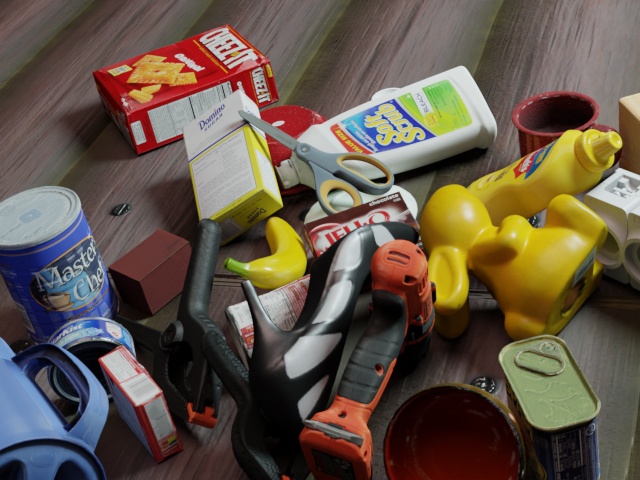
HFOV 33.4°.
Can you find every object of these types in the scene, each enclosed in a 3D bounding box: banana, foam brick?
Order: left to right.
[{"bbox_3d":[-0.178,0.034,1.152,0.053,0.051,0.078,21,48,38],"label":"foam brick"},{"bbox_3d":[-0.044,0.015,1.110,0.037,0.069,0.197,-48,1,15],"label":"banana"}]

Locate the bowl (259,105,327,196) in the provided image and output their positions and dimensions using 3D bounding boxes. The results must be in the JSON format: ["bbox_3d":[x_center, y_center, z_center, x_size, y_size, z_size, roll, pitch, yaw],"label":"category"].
[{"bbox_3d":[-0.047,-0.121,1.317,0.162,0.055,0.162,-9,35,6],"label":"bowl"}]

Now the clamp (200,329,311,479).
[{"bbox_3d":[-0.050,0.147,0.926,0.120,0.039,0.171,10,44,-10],"label":"clamp"}]

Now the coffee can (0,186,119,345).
[{"bbox_3d":[-0.280,0.029,1.116,0.103,0.140,0.103,-9,36,6],"label":"coffee can"}]

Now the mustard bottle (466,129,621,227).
[{"bbox_3d":[0.221,-0.062,1.059,0.096,0.058,0.192,-41,7,-39],"label":"mustard bottle"}]

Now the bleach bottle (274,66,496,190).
[{"bbox_3d":[0.071,-0.113,1.244,0.250,0.068,0.102,-23,72,-6],"label":"bleach bottle"}]

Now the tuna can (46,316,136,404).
[{"bbox_3d":[-0.220,0.117,1.023,0.086,0.086,0.034,-18,37,-6],"label":"tuna can"}]

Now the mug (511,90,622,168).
[{"bbox_3d":[0.270,-0.105,1.165,0.117,0.081,0.093,8,41,28],"label":"mug"}]

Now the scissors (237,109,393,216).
[{"bbox_3d":[-0.019,-0.082,1.194,0.202,0.016,0.096,19,63,12],"label":"scissors"}]

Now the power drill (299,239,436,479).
[{"bbox_3d":[0.047,0.115,0.899,0.057,0.184,0.187,14,62,18],"label":"power drill"}]

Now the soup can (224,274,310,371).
[{"bbox_3d":[-0.034,0.077,1.030,0.102,0.068,0.068,-22,36,-10],"label":"soup can"}]

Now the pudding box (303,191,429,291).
[{"bbox_3d":[0.049,0.005,1.116,0.113,0.039,0.090,-18,46,-7],"label":"pudding box"}]

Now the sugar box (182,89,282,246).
[{"bbox_3d":[-0.105,-0.087,1.243,0.093,0.048,0.176,-31,44,18],"label":"sugar box"}]

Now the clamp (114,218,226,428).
[{"bbox_3d":[-0.127,0.086,1.022,0.165,0.036,0.210,-52,39,18],"label":"clamp"}]

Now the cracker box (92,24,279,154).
[{"bbox_3d":[-0.189,-0.216,1.480,0.213,0.072,0.164,-23,37,-15],"label":"cracker box"}]

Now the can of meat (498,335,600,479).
[{"bbox_3d":[0.185,0.141,0.856,0.057,0.084,0.102,-15,35,-2],"label":"can of meat"}]

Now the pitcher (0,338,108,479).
[{"bbox_3d":[-0.284,0.165,0.941,0.149,0.145,0.243,-12,29,-28],"label":"pitcher"}]

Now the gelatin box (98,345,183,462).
[{"bbox_3d":[-0.164,0.148,0.973,0.030,0.073,0.089,-28,37,-21],"label":"gelatin box"}]
